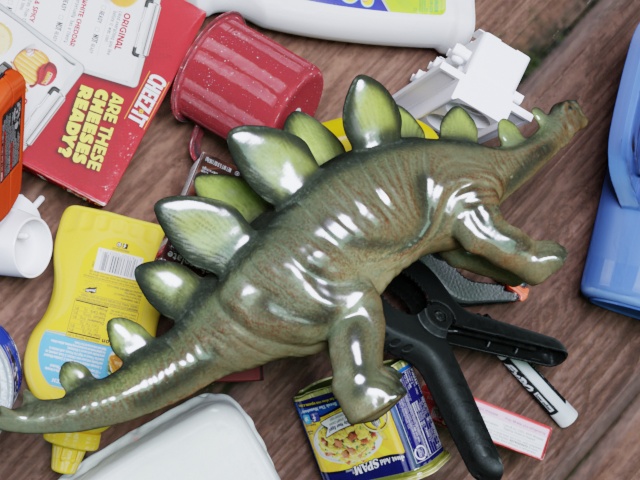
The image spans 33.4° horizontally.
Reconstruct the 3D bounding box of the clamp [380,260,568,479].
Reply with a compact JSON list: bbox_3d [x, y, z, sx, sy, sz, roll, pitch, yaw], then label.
[{"bbox_3d":[0.081,0.074,0.791,0.210,0.036,0.164,36,40,0],"label":"clamp"}]

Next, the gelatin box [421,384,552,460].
[{"bbox_3d":[0.127,0.143,0.846,0.089,0.073,0.030,21,83,-12],"label":"gelatin box"}]

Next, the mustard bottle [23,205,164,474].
[{"bbox_3d":[-0.166,0.077,0.789,0.096,0.058,0.191,15,84,-13],"label":"mustard bottle"}]

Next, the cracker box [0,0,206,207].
[{"bbox_3d":[-0.217,-0.143,0.780,0.213,0.072,0.164,28,84,-12],"label":"cracker box"}]

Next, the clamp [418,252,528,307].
[{"bbox_3d":[0.096,-0.010,0.864,0.171,0.039,0.120,25,87,-9],"label":"clamp"}]

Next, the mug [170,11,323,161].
[{"bbox_3d":[-0.057,-0.100,0.796,0.081,0.093,0.117,32,104,14],"label":"mug"}]

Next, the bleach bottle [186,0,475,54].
[{"bbox_3d":[-0.009,-0.199,0.836,0.250,0.068,0.102,-2,83,-11],"label":"bleach bottle"}]

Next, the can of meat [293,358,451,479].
[{"bbox_3d":[0.036,0.142,0.815,0.057,0.102,0.084,-20,90,-57],"label":"can of meat"}]

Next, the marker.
[{"bbox_3d":[0.168,0.106,0.885,0.020,0.020,0.121,-44,97,-11],"label":"marker"}]
